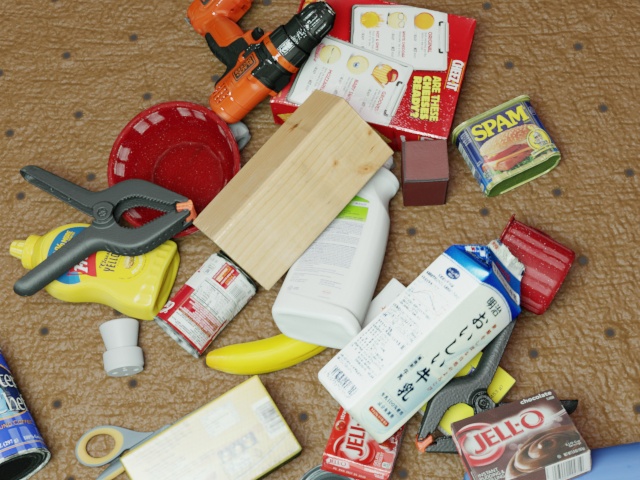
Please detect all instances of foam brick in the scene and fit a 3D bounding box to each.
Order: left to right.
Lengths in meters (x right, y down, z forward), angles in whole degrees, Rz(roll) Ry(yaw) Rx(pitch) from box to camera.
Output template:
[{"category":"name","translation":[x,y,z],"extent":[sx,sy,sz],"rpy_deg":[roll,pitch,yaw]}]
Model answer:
[{"category":"foam brick","translation":[0.119,-0.077,1.227],"extent":[0.051,0.078,0.053],"rpy_deg":[-3,72,2]}]

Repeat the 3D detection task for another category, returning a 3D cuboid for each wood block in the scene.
[{"category":"wood block","translation":[-0.032,-0.058,1.178],"extent":[0.206,0.091,0.090],"rpy_deg":[-48,115,-4]}]

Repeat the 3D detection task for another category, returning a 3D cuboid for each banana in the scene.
[{"category":"banana","translation":[-0.030,0.106,1.195],"extent":[0.197,0.037,0.070],"rpy_deg":[-31,51,-9]}]

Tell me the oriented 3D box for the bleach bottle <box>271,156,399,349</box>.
[{"category":"bleach bottle","translation":[0.036,-0.002,1.193],"extent":[0.103,0.068,0.250],"rpy_deg":[9,55,24]}]

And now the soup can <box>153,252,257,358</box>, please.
[{"category":"soup can","translation":[-0.128,0.072,1.195],"extent":[0.068,0.068,0.102],"rpy_deg":[38,76,16]}]

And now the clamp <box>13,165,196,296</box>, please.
[{"category":"clamp","translation":[-0.247,-0.031,1.202],"extent":[0.210,0.036,0.164],"rpy_deg":[-13,63,-2]}]

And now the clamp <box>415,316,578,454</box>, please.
[{"category":"clamp","translation":[0.167,0.157,1.106],"extent":[0.171,0.039,0.120],"rpy_deg":[-25,76,-5]}]

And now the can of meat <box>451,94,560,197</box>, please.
[{"category":"can of meat","translation":[0.217,-0.108,1.243],"extent":[0.102,0.057,0.084],"rpy_deg":[-25,72,-5]}]

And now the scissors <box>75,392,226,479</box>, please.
[{"category":"scissors","translation":[-0.186,0.205,1.178],"extent":[0.096,0.016,0.201],"rpy_deg":[41,78,16]}]

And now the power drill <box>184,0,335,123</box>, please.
[{"category":"power drill","translation":[-0.078,-0.252,1.266],"extent":[0.185,0.057,0.188],"rpy_deg":[-40,47,16]}]

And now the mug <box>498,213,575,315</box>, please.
[{"category":"mug","translation":[0.231,0.024,1.183],"extent":[0.081,0.093,0.117],"rpy_deg":[29,38,9]}]

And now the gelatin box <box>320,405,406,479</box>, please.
[{"category":"gelatin box","translation":[0.047,0.212,1.129],"extent":[0.073,0.030,0.089],"rpy_deg":[15,40,10]}]

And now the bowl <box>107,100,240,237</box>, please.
[{"category":"bowl","translation":[-0.165,-0.079,1.251],"extent":[0.162,0.055,0.162],"rpy_deg":[-2,80,11]}]

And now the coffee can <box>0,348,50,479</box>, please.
[{"category":"coffee can","translation":[-0.367,0.193,1.150],"extent":[0.102,0.103,0.140],"rpy_deg":[-29,70,-7]}]

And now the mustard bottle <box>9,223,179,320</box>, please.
[{"category":"mustard bottle","translation":[-0.266,0.028,1.227],"extent":[0.192,0.058,0.096],"rpy_deg":[12,59,9]}]

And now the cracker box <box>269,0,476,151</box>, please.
[{"category":"cracker box","translation":[0.064,-0.201,1.281],"extent":[0.214,0.072,0.164],"rpy_deg":[13,73,8]}]

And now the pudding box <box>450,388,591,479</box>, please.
[{"category":"pudding box","translation":[0.194,0.202,1.041],"extent":[0.113,0.039,0.090],"rpy_deg":[-17,38,-4]}]

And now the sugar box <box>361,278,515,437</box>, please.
[{"category":"sugar box","translation":[0.115,0.132,1.166],"extent":[0.176,0.048,0.093],"rpy_deg":[40,79,15]}]
